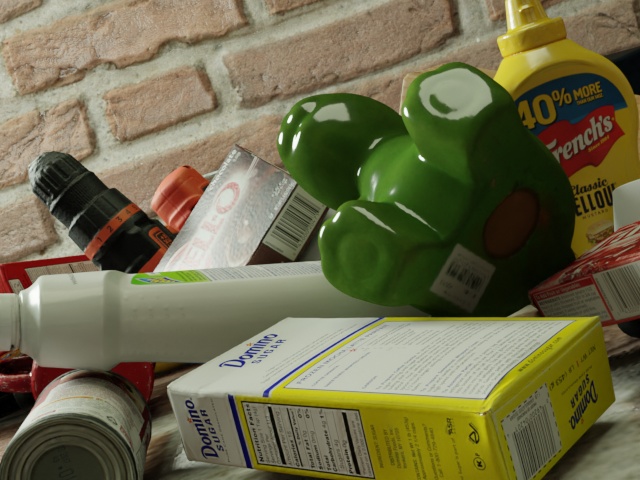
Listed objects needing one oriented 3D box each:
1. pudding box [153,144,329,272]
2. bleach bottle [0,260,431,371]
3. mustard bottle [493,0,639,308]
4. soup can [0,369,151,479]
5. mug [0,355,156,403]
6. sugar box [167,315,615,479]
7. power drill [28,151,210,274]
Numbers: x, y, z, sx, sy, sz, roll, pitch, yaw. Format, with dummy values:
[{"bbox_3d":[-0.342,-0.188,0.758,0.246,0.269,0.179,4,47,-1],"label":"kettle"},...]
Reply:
[{"bbox_3d":[-0.055,0.001,0.709,0.113,0.039,0.090,-56,39,-2],"label":"pudding box"},{"bbox_3d":[-0.066,0.043,0.616,0.250,0.068,0.103,0,1,-19],"label":"bleach bottle"},{"bbox_3d":[0.149,-0.058,0.653,0.096,0.191,0.058,-18,6,1],"label":"mustard bottle"},{"bbox_3d":[-0.124,0.110,0.551,0.068,0.068,0.102,-19,7,-4],"label":"soup can"},{"bbox_3d":[-0.170,0.089,0.743,0.117,0.093,0.081,-3,8,-11],"label":"mug"},{"bbox_3d":[0.027,0.068,0.468,0.177,0.048,0.093,-6,14,42],"label":"sugar box"},{"bbox_3d":[-0.128,-0.009,0.845,0.057,0.184,0.187,-45,0,18],"label":"power drill"}]
